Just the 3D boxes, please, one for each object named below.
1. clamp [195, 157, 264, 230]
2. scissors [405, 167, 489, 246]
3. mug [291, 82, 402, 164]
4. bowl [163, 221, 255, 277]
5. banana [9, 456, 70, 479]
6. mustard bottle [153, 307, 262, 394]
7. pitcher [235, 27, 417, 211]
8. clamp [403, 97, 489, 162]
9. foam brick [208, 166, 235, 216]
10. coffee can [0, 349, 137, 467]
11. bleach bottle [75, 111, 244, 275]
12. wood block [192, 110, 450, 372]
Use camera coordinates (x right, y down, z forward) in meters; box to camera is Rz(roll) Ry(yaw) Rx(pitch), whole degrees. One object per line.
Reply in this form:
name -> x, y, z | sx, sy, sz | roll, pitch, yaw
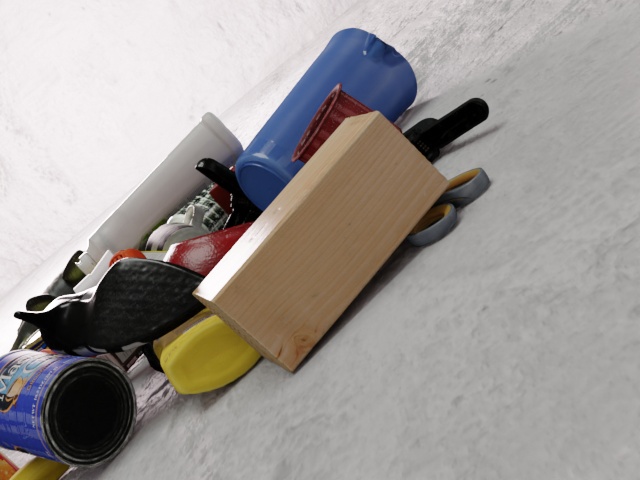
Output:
clamp -> -0.095, -0.057, 1.333 | 0.036, 0.164, 0.209 | 14, 34, 24
scissors -> 0.064, -0.005, 0.942 | 0.202, 0.016, 0.096 | -31, 17, 37
mug -> 0.027, -0.099, 1.091 | 0.093, 0.081, 0.117 | -59, 9, -1
bowl -> -0.103, 0.018, 1.103 | 0.162, 0.055, 0.162 | -16, 3, 1
banana -> -0.296, 0.261, 1.025 | 0.070, 0.037, 0.197 | -30, 17, 37
mustard bottle -> -0.112, 0.091, 1.017 | 0.096, 0.058, 0.192 | -32, 12, -9
pitcher -> 0.003, -0.133, 1.312 | 0.145, 0.149, 0.242 | 9, 49, 42
clamp -> 0.108, -0.099, 1.072 | 0.120, 0.039, 0.171 | -39, 13, 2
foam brick -> -0.102, -0.061, 1.440 | 0.053, 0.078, 0.051 | -33, 17, 29
coffee can -> -0.260, 0.161, 1.040 | 0.141, 0.102, 0.102 | -2, 38, 47
bleach bottle -> -0.207, -0.049, 1.338 | 0.251, 0.068, 0.102 | -44, -3, -5
wood block -> 0.000, -0.001, 0.898 | 0.206, 0.090, 0.090 | -50, 14, -10
